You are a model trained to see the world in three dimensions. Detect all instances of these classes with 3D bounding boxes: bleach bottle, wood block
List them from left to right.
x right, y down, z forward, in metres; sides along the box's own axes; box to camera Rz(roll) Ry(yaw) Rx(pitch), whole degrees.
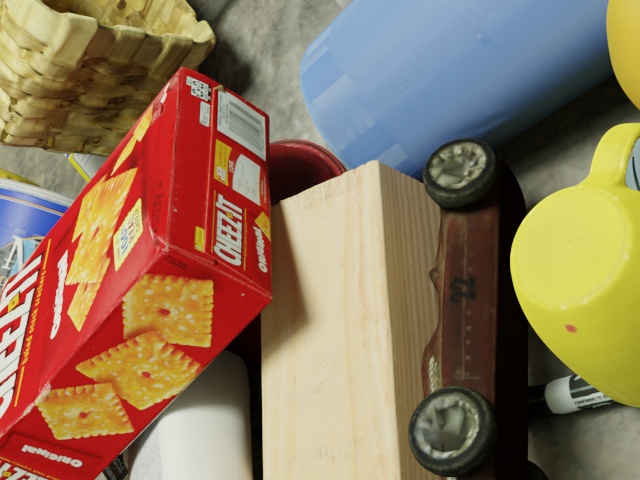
[{"bbox_3d":[-0.066,0.156,0.541,0.251,0.068,0.103,-106,30,-63],"label":"bleach bottle"},{"bbox_3d":[0.030,0.077,0.553,0.090,0.090,0.206,-22,59,37],"label":"wood block"}]

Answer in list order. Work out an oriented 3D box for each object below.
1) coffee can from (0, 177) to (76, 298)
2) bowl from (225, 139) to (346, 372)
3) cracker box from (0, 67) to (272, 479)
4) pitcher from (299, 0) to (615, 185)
[{"bbox_3d":[-0.217,0.036,0.780,0.103,0.102,0.140,9,78,43],"label":"coffee can"},{"bbox_3d":[-0.054,0.001,0.686,0.162,0.055,0.162,-18,61,36],"label":"bowl"},{"bbox_3d":[-0.116,0.028,0.606,0.214,0.072,0.164,-44,30,29],"label":"cracker box"},{"bbox_3d":[0.097,-0.135,0.544,0.243,0.144,0.149,-36,48,34],"label":"pitcher"}]
